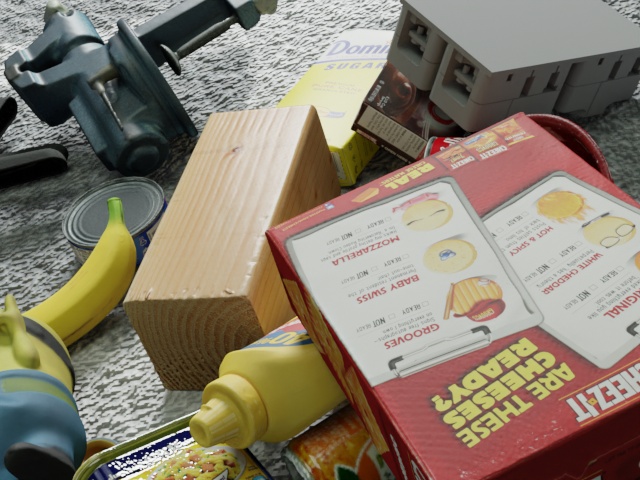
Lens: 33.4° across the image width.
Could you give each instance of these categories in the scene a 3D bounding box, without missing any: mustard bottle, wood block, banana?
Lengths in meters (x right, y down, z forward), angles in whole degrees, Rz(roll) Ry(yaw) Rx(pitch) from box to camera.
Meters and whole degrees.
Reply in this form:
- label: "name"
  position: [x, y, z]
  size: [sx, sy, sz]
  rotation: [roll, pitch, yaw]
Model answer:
- label: "mustard bottle"
  position: [-0.003, 0.071, 0.636]
  size: [0.096, 0.058, 0.191]
  rotation: [-12, 12, 47]
- label: "wood block"
  position: [-0.055, 0.000, 0.765]
  size: [0.091, 0.090, 0.206]
  rotation: [-3, 41, 18]
- label: "banana"
  position: [-0.205, 0.053, 0.788]
  size: [0.197, 0.037, 0.070]
  rotation: [-40, 61, -14]

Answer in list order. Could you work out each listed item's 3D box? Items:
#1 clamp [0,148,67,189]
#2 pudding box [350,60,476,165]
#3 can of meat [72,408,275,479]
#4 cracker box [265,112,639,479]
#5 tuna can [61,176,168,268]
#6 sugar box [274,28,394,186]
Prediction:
- label: "clamp"
  position: [-0.330, -0.043, 0.917]
  size: [0.210, 0.036, 0.164]
  rotation: [25, 64, 26]
- label: "pudding box"
  position: [0.085, -0.110, 0.853]
  size: [0.090, 0.039, 0.113]
  rotation: [31, 52, 0]
- label: "can of meat"
  position: [-0.075, 0.152, 0.602]
  size: [0.101, 0.057, 0.084]
  rotation: [-20, 41, -31]
- label: "cracker box"
  position: [0.087, 0.038, 0.523]
  size: [0.164, 0.072, 0.214]
  rotation: [-25, 38, -9]
- label: "tuna can"
  position: [-0.162, -0.012, 0.861]
  size: [0.086, 0.034, 0.086]
  rotation: [-10, 39, 8]
- label: "sugar box"
  position: [0.024, -0.119, 0.912]
  size: [0.093, 0.048, 0.176]
  rotation: [10, 47, 29]
